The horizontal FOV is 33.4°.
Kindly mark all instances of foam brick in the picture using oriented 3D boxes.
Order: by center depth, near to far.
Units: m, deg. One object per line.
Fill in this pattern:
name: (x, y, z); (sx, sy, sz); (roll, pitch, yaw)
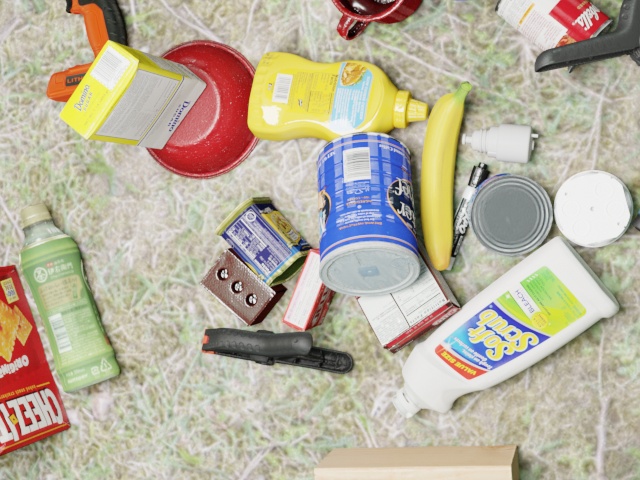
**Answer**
foam brick: (-0.086, 0.051, 1.202); (0.078, 0.051, 0.053); (40, 101, 11)

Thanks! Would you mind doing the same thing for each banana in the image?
banana: (0.127, -0.070, 1.132); (0.037, 0.069, 0.198); (4, 96, -4)

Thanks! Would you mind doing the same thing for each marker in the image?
marker: (0.154, -0.027, 1.151); (0.020, 0.020, 0.121); (22, 97, 13)

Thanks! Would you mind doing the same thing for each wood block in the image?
wood block: (0.106, 0.273, 1.137); (0.206, 0.090, 0.090); (-4, 92, 15)

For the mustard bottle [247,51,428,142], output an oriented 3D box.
mustard bottle: (0.022, -0.149, 1.160); (0.192, 0.058, 0.096); (8, 75, 14)

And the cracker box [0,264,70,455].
cracker box: (-0.386, 0.140, 1.228); (0.072, 0.164, 0.214); (-22, 86, 17)

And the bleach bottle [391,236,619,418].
bleach bottle: (0.184, 0.109, 1.126); (0.251, 0.068, 0.102); (-41, 81, 15)

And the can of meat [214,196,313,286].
can of meat: (-0.058, 0.001, 1.168); (0.057, 0.102, 0.084); (-45, 83, 11)

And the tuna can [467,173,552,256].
tuna can: (0.198, -0.028, 1.121); (0.086, 0.034, 0.086); (0, 98, 1)

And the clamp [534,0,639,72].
clamp: (0.310, -0.192, 1.046); (0.164, 0.036, 0.210); (34, 74, -11)

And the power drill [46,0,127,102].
power drill: (-0.289, -0.260, 1.243); (0.184, 0.057, 0.187); (-7, 90, 15)

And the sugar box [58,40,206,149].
sugar box: (-0.189, -0.146, 1.100); (0.048, 0.176, 0.093); (39, 100, 9)

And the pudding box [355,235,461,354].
pudding box: (0.084, 0.051, 1.143); (0.090, 0.039, 0.113); (-35, 61, 13)

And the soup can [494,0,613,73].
soup can: (0.239, -0.230, 1.096); (0.102, 0.068, 0.068); (42, 101, 10)

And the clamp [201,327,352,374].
clamp: (-0.059, 0.116, 1.168); (0.172, 0.120, 0.039); (3, 68, 18)

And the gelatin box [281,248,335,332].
gelatin box: (-0.005, 0.053, 1.168); (0.030, 0.073, 0.089); (23, 97, 13)

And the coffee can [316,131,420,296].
coffee can: (0.048, -0.027, 1.107); (0.103, 0.102, 0.140); (-11, 58, 15)

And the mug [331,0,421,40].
mug: (0.057, -0.264, 1.134); (0.093, 0.081, 0.117); (34, 105, 15)

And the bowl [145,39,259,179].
bowl: (-0.146, -0.151, 1.210); (0.162, 0.055, 0.162); (0, 92, 16)
